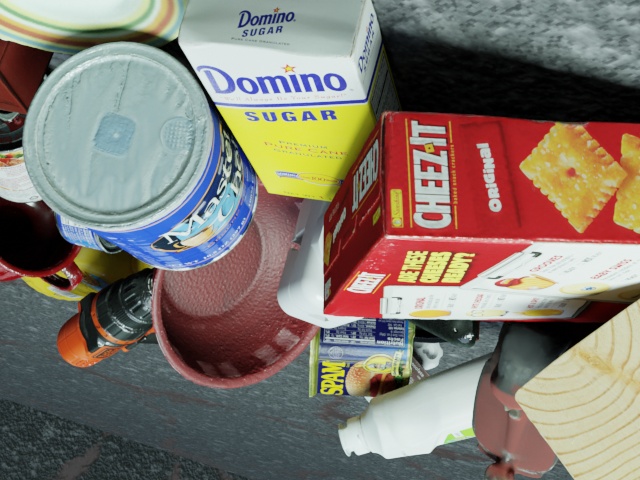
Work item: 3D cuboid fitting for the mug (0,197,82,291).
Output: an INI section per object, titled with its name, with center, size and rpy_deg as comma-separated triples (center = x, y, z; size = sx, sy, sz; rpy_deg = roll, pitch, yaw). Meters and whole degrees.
[mug]
center = -0.247, -0.002, 0.894
size = 0.117, 0.093, 0.082
rpy_deg = 47, 148, -20

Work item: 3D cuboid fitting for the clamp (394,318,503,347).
[clamp]
center = 0.076, 0.043, 0.837
size = 0.210, 0.036, 0.164
rpy_deg = 13, -171, 41

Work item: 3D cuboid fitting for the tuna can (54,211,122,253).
[tuna can]
center = -0.153, -0.036, 0.752
size = 0.034, 0.086, 0.086
rpy_deg = 12, 161, 13

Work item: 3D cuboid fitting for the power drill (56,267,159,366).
[power drill]
center = -0.120, 0.063, 0.946
size = 0.187, 0.057, 0.185
rpy_deg = 0, 162, -36

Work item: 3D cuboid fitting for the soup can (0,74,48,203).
[soup can]
center = -0.205, -0.072, 0.718
size = 0.068, 0.068, 0.102
rpy_deg = 16, 162, -1

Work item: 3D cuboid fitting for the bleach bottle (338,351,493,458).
[bleach bottle]
center = 0.134, 0.123, 0.851
size = 0.251, 0.068, 0.102
rpy_deg = -18, 155, 11

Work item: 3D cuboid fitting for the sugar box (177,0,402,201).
[sugar box]
center = -0.006, -0.074, 0.587
size = 0.093, 0.048, 0.176
rpy_deg = 8, 162, 18

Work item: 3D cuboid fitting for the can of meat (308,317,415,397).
[can of meat]
center = 0.033, 0.094, 0.896
size = 0.084, 0.057, 0.102
rpy_deg = 3, 149, 1

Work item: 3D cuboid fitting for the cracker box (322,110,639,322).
[cracker box]
center = 0.119, -0.006, 0.570
size = 0.213, 0.072, 0.164
rpy_deg = 2, 163, -9

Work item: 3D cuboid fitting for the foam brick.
[foam brick]
center = -0.204, -0.113, 0.624
size = 0.078, 0.051, 0.053
rpy_deg = 12, 162, 11

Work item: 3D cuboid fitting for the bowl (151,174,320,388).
[bowl]
center = -0.063, 0.023, 0.775
size = 0.161, 0.162, 0.055
rpy_deg = 33, 176, -42

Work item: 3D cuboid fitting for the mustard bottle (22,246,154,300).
[mustard bottle]
center = -0.200, 0.025, 1.007
size = 0.192, 0.058, 0.096
rpy_deg = -3, 156, 44

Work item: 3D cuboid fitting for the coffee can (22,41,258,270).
[coffee can]
center = -0.099, -0.043, 0.626
size = 0.103, 0.103, 0.140
rpy_deg = 12, 171, 9
